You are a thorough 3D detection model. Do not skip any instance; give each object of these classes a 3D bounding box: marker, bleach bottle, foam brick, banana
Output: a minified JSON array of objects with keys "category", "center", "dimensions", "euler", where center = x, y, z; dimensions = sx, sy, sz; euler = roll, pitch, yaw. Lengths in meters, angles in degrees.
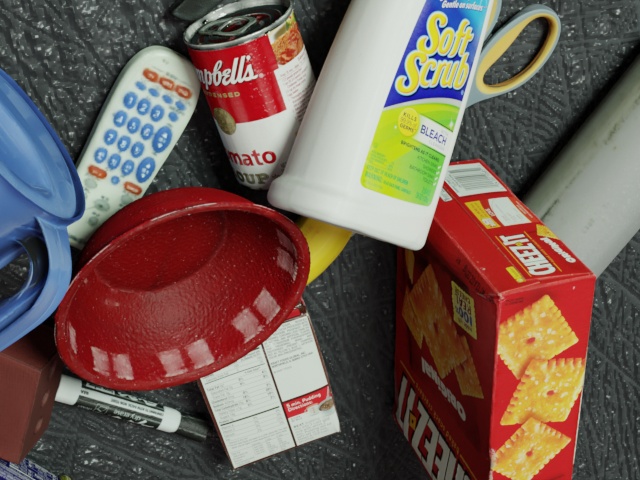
[{"category":"marker","center":[-0.132,0.121,0.764],"dimensions":[0.121,0.020,0.020],"euler":[21,109,-24]},{"category":"bleach bottle","center":[0.053,-0.126,0.629],"dimensions":[0.102,0.068,0.251],"euler":[17,91,-44]},{"category":"foam brick","center":[-0.204,0.096,0.703],"dimensions":[0.051,0.053,0.078],"euler":[20,113,3]},{"category":"banana","center":[-0.040,0.012,0.725],"dimensions":[0.198,0.037,0.069],"euler":[-40,102,7]}]

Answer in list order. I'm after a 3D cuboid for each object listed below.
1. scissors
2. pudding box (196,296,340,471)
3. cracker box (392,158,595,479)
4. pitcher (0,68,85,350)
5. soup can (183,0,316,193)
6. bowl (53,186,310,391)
[{"category":"scissors","center":[0.069,-0.096,0.709],"dimensions":[0.202,0.016,0.096],"euler":[-39,118,7]},{"category":"pudding box","center":[-0.040,0.102,0.768],"dimensions":[0.090,0.039,0.113],"euler":[-18,118,-5]},{"category":"cracker box","center":[0.105,0.077,0.713],"dimensions":[0.072,0.164,0.214],"euler":[-9,121,-14]},{"category":"pitcher","center":[-0.260,0.008,0.604],"dimensions":[0.243,0.149,0.145],"euler":[-35,119,8]},{"category":"soup can","center":[-0.035,-0.089,0.654],"dimensions":[0.068,0.068,0.102],"euler":[-21,121,-4]},{"category":"bowl","center":[-0.090,0.020,0.653],"dimensions":[0.162,0.055,0.162],"euler":[-18,142,-15]}]
